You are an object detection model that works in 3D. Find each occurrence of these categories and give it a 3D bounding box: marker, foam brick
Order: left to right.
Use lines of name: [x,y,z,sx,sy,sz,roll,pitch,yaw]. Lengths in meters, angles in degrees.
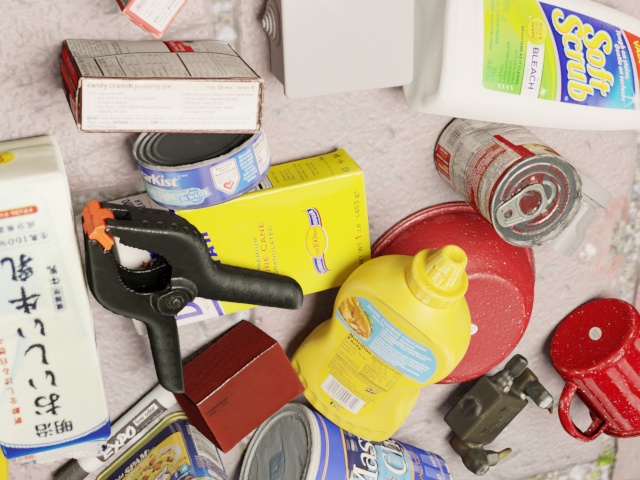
marker: [-0.154,0.148,0.804,0.121,0.020,0.020,-41,121,4]
foam brick: [-0.063,0.106,0.785,0.078,0.051,0.053,-36,122,-19]

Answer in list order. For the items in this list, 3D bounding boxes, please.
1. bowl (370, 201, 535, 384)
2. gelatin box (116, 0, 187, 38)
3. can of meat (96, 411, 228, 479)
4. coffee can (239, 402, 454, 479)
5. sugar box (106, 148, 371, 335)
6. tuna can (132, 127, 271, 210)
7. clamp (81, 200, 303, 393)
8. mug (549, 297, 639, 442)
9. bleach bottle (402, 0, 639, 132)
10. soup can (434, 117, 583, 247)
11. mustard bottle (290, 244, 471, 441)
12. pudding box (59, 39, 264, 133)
bowl: [0.105,0.054,0.825,0.162,0.055,0.162,-8,118,-15]
gelatin box: [-0.088,-0.171,0.636,0.030,0.073,0.089,32,102,-30]
can of meat: [-0.116,0.193,0.802,0.102,0.084,0.057,-41,121,4]
coffee can: [0.021,0.197,0.839,0.140,0.103,0.103,24,106,-27]
sugar box: [-0.055,0.001,0.749,0.176,0.048,0.093,-15,122,-13]
tuna can: [-0.076,-0.055,0.691,0.086,0.086,0.034,-19,122,-9]
clamp: [-0.102,0.038,0.701,0.120,0.039,0.171,-47,129,9]
mug: [0.235,0.110,0.874,0.117,0.093,0.081,-49,117,-11]
bleach bottle: [0.181,-0.130,0.752,0.250,0.068,0.102,1,93,-25]
soup can: [0.130,-0.047,0.755,0.068,0.102,0.068,-8,117,-15]
mustard bottle: [0.051,0.064,0.750,0.096,0.058,0.192,39,138,6]
pudding box: [-0.100,-0.096,0.660,0.113,0.090,0.039,-4,116,-18]
